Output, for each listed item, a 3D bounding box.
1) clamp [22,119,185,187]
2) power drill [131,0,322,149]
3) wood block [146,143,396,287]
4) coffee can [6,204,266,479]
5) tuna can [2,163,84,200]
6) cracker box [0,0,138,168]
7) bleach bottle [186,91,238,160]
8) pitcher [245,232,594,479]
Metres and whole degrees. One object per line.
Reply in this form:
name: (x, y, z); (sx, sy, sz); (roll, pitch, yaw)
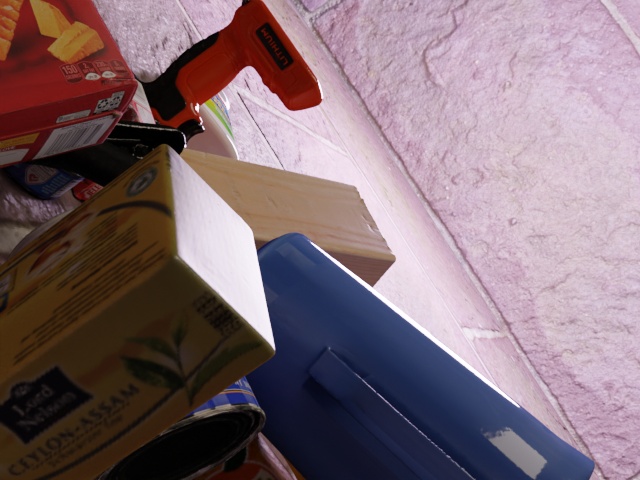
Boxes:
clamp: (-0.161, -0.067, 0.682); (0.171, 0.039, 0.120); (21, 14, -6)
power drill: (-0.095, -0.102, 0.895); (0.184, 0.187, 0.057); (57, -6, 10)
wood block: (-0.056, 0.001, 0.817); (0.205, 0.091, 0.090); (9, 42, -41)
coffee can: (-0.106, 0.061, 0.601); (0.140, 0.103, 0.102); (61, 13, 23)
tuna can: (-0.201, -0.071, 0.751); (0.086, 0.034, 0.086); (52, 12, -17)
cracker box: (-0.221, -0.139, 0.581); (0.163, 0.072, 0.214); (-21, 76, -43)
bleach bottle: (-0.137, -0.142, 1.140); (0.102, 0.068, 0.251); (51, 10, -23)
pitcher: (0.036, 0.107, 0.652); (0.243, 0.149, 0.144); (41, 42, 11)
